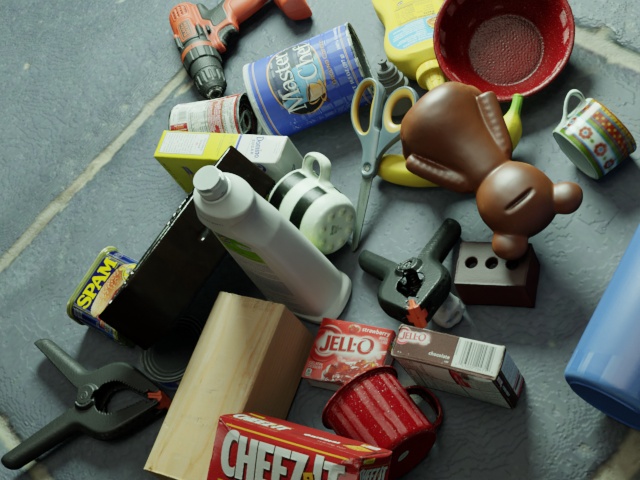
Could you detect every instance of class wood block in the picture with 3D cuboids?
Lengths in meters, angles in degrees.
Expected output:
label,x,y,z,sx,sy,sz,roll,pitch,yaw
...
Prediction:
label,x,y,z,sx,sy,sz,roll,pitch,yaw
wood block,-0.093,0.171,1.139,0.090,0.090,0.206,9,66,30

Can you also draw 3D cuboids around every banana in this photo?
label,x,y,z,sx,sy,sz,roll,pitch,yaw
banana,0.149,-0.097,1.216,0.198,0.037,0.069,-22,62,19

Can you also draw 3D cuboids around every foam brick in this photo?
label,x,y,z,sx,sy,sz,roll,pitch,yaw
foam brick,0.185,0.035,1.115,0.078,0.051,0.053,1,61,25

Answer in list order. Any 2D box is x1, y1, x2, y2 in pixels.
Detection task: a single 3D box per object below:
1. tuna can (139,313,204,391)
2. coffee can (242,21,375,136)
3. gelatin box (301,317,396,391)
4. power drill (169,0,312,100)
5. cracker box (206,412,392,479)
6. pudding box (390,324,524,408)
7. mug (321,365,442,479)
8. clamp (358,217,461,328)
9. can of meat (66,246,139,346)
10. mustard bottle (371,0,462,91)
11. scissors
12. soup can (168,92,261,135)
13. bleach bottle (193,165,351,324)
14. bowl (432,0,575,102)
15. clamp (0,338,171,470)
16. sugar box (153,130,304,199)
label,x,y,z,sx,sy,sz,roll,pitch,yaw
tuna can,-0.163,0.130,1.231,0.086,0.033,0.086,-12,57,18
coffee can,-0.011,-0.194,1.311,0.140,0.102,0.103,-21,55,12
gelatin box,0.032,0.126,1.145,0.089,0.030,0.073,9,66,29
power drill,-0.109,-0.290,1.442,0.188,0.057,0.184,-29,53,6
cracker box,-0.035,0.286,1.012,0.164,0.072,0.214,10,89,30
pudding box,0.137,0.125,1.060,0.114,0.090,0.039,12,70,29
mug,0.071,0.182,1.067,0.117,0.093,0.082,-17,51,-31
clamp,0.089,0.039,1.134,0.120,0.039,0.171,-23,23,23
can of meat,-0.243,0.069,1.291,0.084,0.057,0.102,23,73,30
mustard bottle,0.124,-0.254,1.311,0.096,0.058,0.191,-16,55,8
scissors,0.073,-0.091,1.221,0.096,0.016,0.202,-9,77,32
soup can,-0.135,-0.148,1.363,0.102,0.068,0.068,-6,59,22
bleach bottle,-0.057,0.001,1.123,0.103,0.250,0.068,17,69,31
bowl,0.213,-0.231,1.240,0.162,0.055,0.162,-2,80,13
clamp,-0.273,0.196,1.241,0.210,0.036,0.164,2,62,25
sugar box,-0.104,-0.090,1.298,0.176,0.093,0.048,7,65,29
